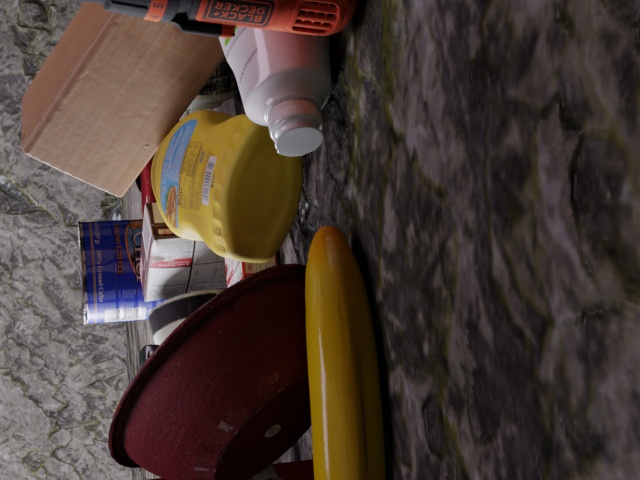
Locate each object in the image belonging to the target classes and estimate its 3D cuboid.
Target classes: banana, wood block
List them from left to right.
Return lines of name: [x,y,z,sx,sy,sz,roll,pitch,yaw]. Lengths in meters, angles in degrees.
wood block: [-0.140,-0.148,0.819,0.206,0.090,0.091,-50,33,23]
banana: [0.010,0.091,0.571,0.070,0.037,0.198,-173,80,-76]

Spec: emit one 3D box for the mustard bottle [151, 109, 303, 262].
mustard bottle: [-0.079,-0.045,0.772,0.192,0.058,0.096,18,100,61]

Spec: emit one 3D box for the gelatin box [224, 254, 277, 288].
gelatin box: [-0.055,0.001,0.833,0.073,0.030,0.089,121,144,-65]

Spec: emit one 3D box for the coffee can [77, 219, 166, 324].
coffee can: [-0.167,0.028,1.062,0.103,0.140,0.103,177,90,-77]

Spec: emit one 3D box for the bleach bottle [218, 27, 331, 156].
bleach bottle: [-0.039,-0.158,0.664,0.103,0.068,0.251,115,147,-55]

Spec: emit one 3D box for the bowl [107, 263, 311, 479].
bowl: [-0.043,0.091,0.624,0.055,0.161,0.162,44,146,24]

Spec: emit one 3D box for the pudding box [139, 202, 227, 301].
pudding box: [-0.109,0.009,0.926,0.114,0.090,0.039,110,152,-57]
